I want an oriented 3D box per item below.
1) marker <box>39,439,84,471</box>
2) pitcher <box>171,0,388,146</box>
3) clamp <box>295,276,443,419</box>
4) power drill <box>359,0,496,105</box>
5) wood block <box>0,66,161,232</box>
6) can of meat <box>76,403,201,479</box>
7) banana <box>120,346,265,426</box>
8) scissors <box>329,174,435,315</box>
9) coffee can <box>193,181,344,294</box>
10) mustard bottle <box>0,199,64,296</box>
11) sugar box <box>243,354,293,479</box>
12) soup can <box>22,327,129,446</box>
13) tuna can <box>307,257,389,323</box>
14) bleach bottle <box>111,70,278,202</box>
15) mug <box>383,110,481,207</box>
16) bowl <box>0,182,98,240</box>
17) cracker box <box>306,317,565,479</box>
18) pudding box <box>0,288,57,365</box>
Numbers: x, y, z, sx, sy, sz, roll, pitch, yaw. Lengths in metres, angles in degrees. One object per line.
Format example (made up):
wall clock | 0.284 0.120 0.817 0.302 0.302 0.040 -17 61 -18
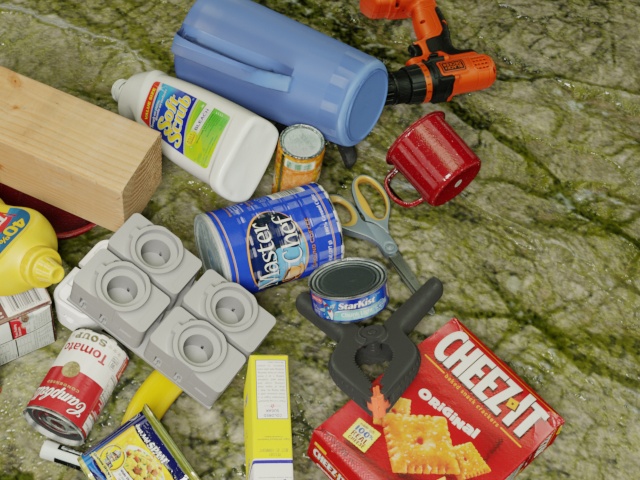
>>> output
marker | -0.220 0.227 1.065 0.121 0.020 0.020 18 56 4
pitcher | -0.051 -0.202 1.271 0.243 0.145 0.149 26 63 23
clamp | 0.064 0.104 1.117 0.164 0.036 0.210 -11 32 -1
power drill | 0.119 -0.260 1.414 0.184 0.057 0.188 -12 62 -20
wood block | -0.284 -0.098 1.160 0.206 0.091 0.090 23 57 7
can of meat | -0.172 0.224 1.027 0.084 0.057 0.102 -36 75 -11
banana | -0.143 0.152 1.115 0.197 0.037 0.070 -34 67 -26
scissors | 0.060 0.008 1.252 0.096 0.016 0.202 -9 59 -12
coffee can | -0.058 0.001 1.187 0.140 0.103 0.103 -17 61 -19
mustard bottle | -0.322 0.007 1.079 0.192 0.058 0.096 21 61 38
sugar box | -0.052 0.212 1.055 0.048 0.093 0.176 3 56 -6
soup can | -0.247 0.148 1.085 0.068 0.068 0.102 22 56 6
tuna can | 0.031 0.053 1.143 0.086 0.034 0.086 -7 28 4
bleach bottle | -0.165 -0.135 1.254 0.251 0.068 0.102 27 91 38
mug | 0.130 -0.088 1.290 0.117 0.093 0.081 -41 72 5
bowl | -0.303 -0.056 1.218 0.162 0.055 0.162 4 56 -6
cracker box | 0.119 0.202 1.098 0.213 0.072 0.164 -35 67 -27
pudding box | -0.331 0.093 1.096 0.113 0.090 0.039 -23 65 -22
